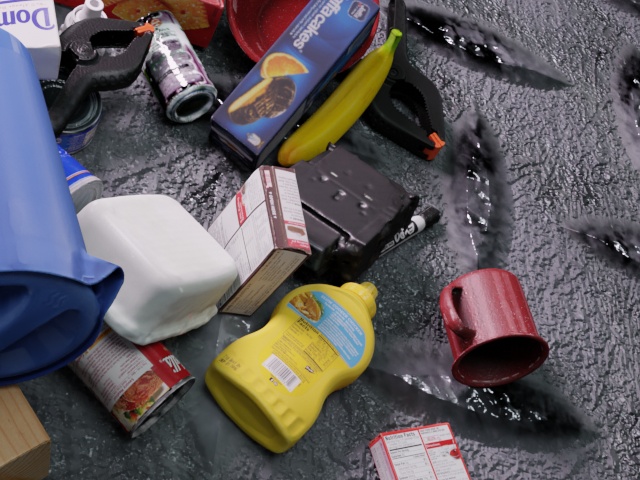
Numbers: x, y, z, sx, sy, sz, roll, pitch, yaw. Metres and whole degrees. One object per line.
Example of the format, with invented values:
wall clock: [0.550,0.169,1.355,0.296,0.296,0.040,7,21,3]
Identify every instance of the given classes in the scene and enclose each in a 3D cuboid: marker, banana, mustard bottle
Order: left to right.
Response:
mustard bottle: [-0.008,0.092,0.933,0.096,0.058,0.191,43,49,7]
banana: [0.017,-0.138,1.101,0.037,0.069,0.197,31,68,19]
marker: [0.081,-0.006,1.077,0.120,0.020,0.020,-29,74,-39]

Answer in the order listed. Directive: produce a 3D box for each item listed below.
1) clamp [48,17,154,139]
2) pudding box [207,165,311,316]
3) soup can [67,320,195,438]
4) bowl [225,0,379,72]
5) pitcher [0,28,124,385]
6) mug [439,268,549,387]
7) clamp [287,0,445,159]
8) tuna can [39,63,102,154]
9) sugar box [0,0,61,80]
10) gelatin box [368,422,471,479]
clamp: [-0.229,-0.166,0.970,0.120,0.039,0.171,45,49,4]
pudding box: [-0.056,0.001,0.937,0.039,0.114,0.090,7,55,-30]
soup can: [-0.158,0.096,0.844,0.102,0.069,0.068,45,49,9]
bowl: [-0.021,-0.237,1.130,0.162,0.055,0.162,1,78,-7]
pitcher: [-0.243,-0.030,0.722,0.149,0.145,0.243,14,44,-41]
mug: [0.151,0.077,1.003,0.117,0.093,0.081,24,41,-38]
clamp: [0.080,-0.185,1.189,0.164,0.036,0.210,-31,76,-30]
tuna can: [-0.244,-0.122,0.978,0.086,0.034,0.086,14,52,-19]
sugar box: [-0.284,-0.218,0.938,0.093,0.048,0.176,-3,53,-21]
gelatin box: [0.090,0.206,0.922,0.073,0.030,0.089,-4,59,-29]
